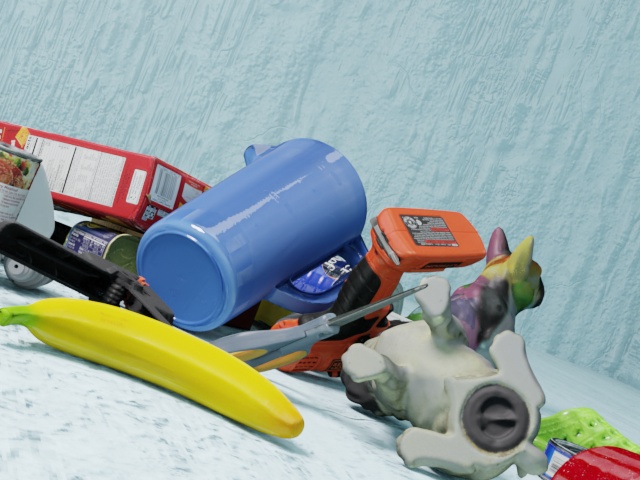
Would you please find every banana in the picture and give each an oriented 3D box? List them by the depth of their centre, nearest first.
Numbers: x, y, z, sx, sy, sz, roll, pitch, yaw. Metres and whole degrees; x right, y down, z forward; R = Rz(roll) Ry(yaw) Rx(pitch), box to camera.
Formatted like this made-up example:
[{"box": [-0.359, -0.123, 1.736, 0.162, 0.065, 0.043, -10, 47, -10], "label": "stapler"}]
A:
[{"box": [-0.104, 0.077, 0.673, 0.197, 0.037, 0.069, 20, 19, -7], "label": "banana"}]

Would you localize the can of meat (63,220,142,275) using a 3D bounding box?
[{"box": [-0.190, 0.021, 1.041, 0.101, 0.057, 0.084, 21, -2, -43], "label": "can of meat"}]

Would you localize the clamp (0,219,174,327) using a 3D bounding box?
[{"box": [-0.167, 0.036, 0.824, 0.164, 0.036, 0.210, 37, -2, -6], "label": "clamp"}]

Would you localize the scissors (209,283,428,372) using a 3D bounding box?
[{"box": [-0.017, 0.065, 0.784, 0.096, 0.016, 0.202, 2, -23, -32], "label": "scissors"}]

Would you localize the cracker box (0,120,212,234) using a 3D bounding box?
[{"box": [-0.223, -0.053, 1.089, 0.214, 0.072, 0.164, 14, -6, 24], "label": "cracker box"}]

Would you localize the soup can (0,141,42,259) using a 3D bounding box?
[{"box": [-0.261, -0.027, 0.810, 0.068, 0.102, 0.068, 22, 2, -1], "label": "soup can"}]

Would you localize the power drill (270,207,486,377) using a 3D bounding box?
[{"box": [0.064, 0.053, 0.956, 0.184, 0.188, 0.057, 1, 48, -40], "label": "power drill"}]

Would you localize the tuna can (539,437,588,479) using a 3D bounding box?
[{"box": [0.235, 0.205, 0.936, 0.086, 0.034, 0.086, 22, 1, -1], "label": "tuna can"}]

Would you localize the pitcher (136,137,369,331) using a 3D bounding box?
[{"box": [-0.057, 0.001, 1.027, 0.149, 0.145, 0.242, 5, 22, 29], "label": "pitcher"}]
